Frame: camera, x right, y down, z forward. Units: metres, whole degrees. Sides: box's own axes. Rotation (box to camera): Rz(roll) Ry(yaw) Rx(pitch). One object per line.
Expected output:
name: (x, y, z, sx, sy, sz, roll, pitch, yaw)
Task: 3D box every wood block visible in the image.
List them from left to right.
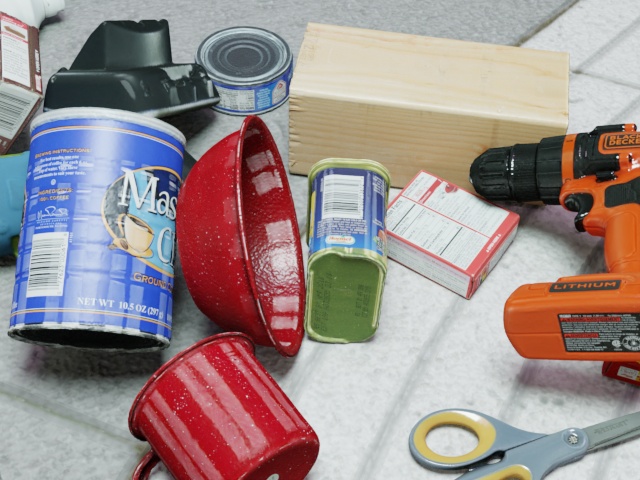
wood block: (0.083, -0.099, 0.840, 0.206, 0.091, 0.090, 8, 48, 5)

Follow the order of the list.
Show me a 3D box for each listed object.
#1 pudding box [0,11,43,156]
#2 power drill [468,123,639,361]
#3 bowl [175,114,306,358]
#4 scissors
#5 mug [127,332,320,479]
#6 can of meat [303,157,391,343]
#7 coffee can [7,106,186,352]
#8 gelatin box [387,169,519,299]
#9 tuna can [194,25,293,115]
pudding box: (-0.256, -0.105, 0.822, 0.039, 0.114, 0.090, 23, 35, -36)
power drill: (0.174, -0.006, 0.709, 0.185, 0.057, 0.187, -4, 42, 27)
bowl: (-0.055, 0.001, 0.705, 0.055, 0.162, 0.162, -9, 46, 11)
scissors: (0.142, 0.121, 0.687, 0.201, 0.016, 0.096, -27, 53, -25)
mug: (-0.063, 0.124, 0.636, 0.117, 0.093, 0.082, -44, 62, 1)
can of meat: (0.017, 0.009, 0.729, 0.057, 0.102, 0.084, 3, 49, 0)
coffee can: (-0.144, -0.003, 0.695, 0.103, 0.103, 0.140, 3, 76, 0)
gelatin box: (0.091, -0.006, 0.795, 0.089, 0.030, 0.073, 27, 53, 21)
tuna can: (-0.066, -0.147, 0.918, 0.086, 0.034, 0.086, 1, 47, -1)
